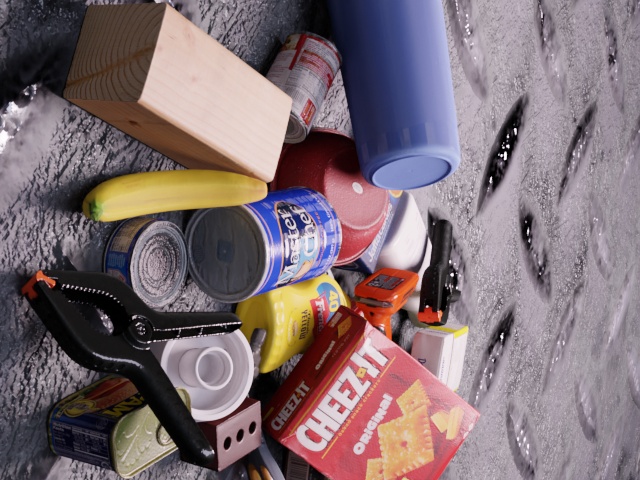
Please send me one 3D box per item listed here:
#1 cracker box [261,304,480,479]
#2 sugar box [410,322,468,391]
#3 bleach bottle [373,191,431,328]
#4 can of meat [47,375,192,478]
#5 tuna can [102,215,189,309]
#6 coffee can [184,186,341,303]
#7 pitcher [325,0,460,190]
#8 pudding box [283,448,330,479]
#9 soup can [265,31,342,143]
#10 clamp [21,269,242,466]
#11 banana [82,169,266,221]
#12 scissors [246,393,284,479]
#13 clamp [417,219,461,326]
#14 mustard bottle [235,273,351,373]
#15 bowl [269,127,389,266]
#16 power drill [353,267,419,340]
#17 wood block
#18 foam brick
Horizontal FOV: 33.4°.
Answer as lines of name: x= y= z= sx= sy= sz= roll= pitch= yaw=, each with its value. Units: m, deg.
cracker box: x=0.060 y=0.202 z=1.207 sx=0.213 sy=0.072 sz=0.164 roll=40 pitch=82 yaw=-29
sugar box: x=0.151 y=0.159 z=1.389 sx=0.176 sy=0.048 sz=0.093 roll=3 pitch=97 yaw=-71
bleach bottle: x=0.118 y=0.046 z=1.423 sx=0.102 sy=0.068 sz=0.250 roll=-64 pitch=145 yaw=-30
can of meat: x=-0.178 y=0.162 z=0.949 sx=0.101 sy=0.084 sz=0.057 roll=-25 pitch=116 yaw=-54
tuna can: x=-0.161 y=0.021 z=0.997 sx=0.086 sy=0.034 sz=0.086 roll=-16 pitch=109 yaw=-56
coffee can: x=-0.057 y=0.001 z=1.094 sx=0.140 sy=0.103 sz=0.103 roll=-14 pitch=108 yaw=-56
pitcher: x=0.091 y=-0.181 z=1.191 sx=0.145 sy=0.149 sz=0.243 roll=114 pitch=-29 yaw=-67
pudding box: x=-0.002 y=0.245 z=1.288 sx=0.089 sy=0.039 sz=0.113 roll=13 pitch=85 yaw=-59
soup can: x=-0.026 y=-0.164 z=1.145 sx=0.068 sy=0.069 sz=0.102 roll=54 pitch=52 yaw=-47
clamp: x=-0.159 y=0.094 z=0.914 sx=0.209 sy=0.036 sz=0.164 roll=28 pitch=41 yaw=-27
banana: x=-0.141 y=-0.039 z=0.972 sx=0.197 sy=0.070 sz=0.037 roll=-13 pitch=123 yaw=-42
scissors: x=-0.076 y=0.214 z=1.171 sx=0.016 sy=0.096 sz=0.202 roll=-19 pitch=84 yaw=-25
clamp: x=0.155 y=0.065 z=1.376 sx=0.171 sy=0.039 sz=0.120 roll=-65 pitch=142 yaw=-51
mustard bottle: x=-0.021 y=0.085 z=1.210 sx=0.191 sy=0.058 sz=0.096 roll=-12 pitch=109 yaw=-57
bowl: x=0.024 y=-0.054 z=1.201 sx=0.161 sy=0.055 sz=0.162 roll=7 pitch=79 yaw=-36
power drill: x=0.082 y=0.133 z=1.321 sx=0.184 sy=0.057 sz=0.188 roll=-30 pitch=125 yaw=-64
wood block: x=-0.123 y=-0.129 z=0.976 sx=0.205 sy=0.091 sz=0.090 roll=29 pitch=71 yaw=-56
foam brick: x=-0.103 y=0.197 z=1.107 sx=0.078 sy=0.051 sz=0.053 roll=-23 pitch=116 yaw=-54
